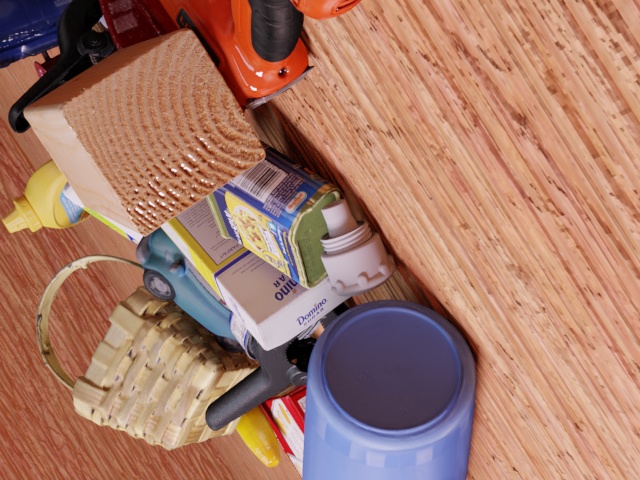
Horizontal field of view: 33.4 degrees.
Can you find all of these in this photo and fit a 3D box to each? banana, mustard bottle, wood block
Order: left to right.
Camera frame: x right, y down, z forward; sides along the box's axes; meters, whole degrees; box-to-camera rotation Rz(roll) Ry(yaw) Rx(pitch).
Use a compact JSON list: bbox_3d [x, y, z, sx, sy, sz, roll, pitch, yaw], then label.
[{"bbox_3d":[-0.261,-0.065,1.176,0.058,0.191,0.096,51,164,23],"label":"mustard bottle"},{"bbox_3d":[-0.123,-0.072,0.698,0.090,0.090,0.206,59,166,-17],"label":"wood block"},{"bbox_3d":[-0.083,0.191,1.180,0.069,0.037,0.198,59,170,-13],"label":"banana"}]

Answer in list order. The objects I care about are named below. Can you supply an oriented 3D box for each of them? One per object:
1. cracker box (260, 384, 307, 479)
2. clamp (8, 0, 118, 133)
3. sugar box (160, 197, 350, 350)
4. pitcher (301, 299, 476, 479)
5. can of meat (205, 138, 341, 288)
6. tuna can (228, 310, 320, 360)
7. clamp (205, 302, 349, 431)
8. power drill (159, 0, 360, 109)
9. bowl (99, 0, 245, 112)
[{"bbox_3d":[0.017,0.217,1.108,0.164,0.072,0.214,58,165,3],"label":"cracker box"},{"bbox_3d":[-0.197,-0.153,0.899,0.039,0.120,0.171,102,166,-59],"label":"clamp"},{"bbox_3d":[-0.056,0.001,0.855,0.176,0.093,0.048,47,163,34],"label":"sugar box"},{"bbox_3d":[0.050,0.154,0.765,0.149,0.144,0.243,29,152,19],"label":"pitcher"},{"bbox_3d":[-0.030,-0.021,0.768,0.084,0.057,0.102,33,160,23],"label":"can of meat"},{"bbox_3d":[-0.038,0.065,0.943,0.034,0.086,0.086,50,164,31],"label":"tuna can"},{"bbox_3d":[-0.004,0.108,0.922,0.210,0.164,0.036,110,160,-47],"label":"clamp"},{"bbox_3d":[-0.050,-0.165,0.567,0.184,0.057,0.188,55,165,8],"label":"power drill"},{"bbox_3d":[-0.100,-0.134,0.791,0.162,0.055,0.162,51,164,20],"label":"bowl"}]
